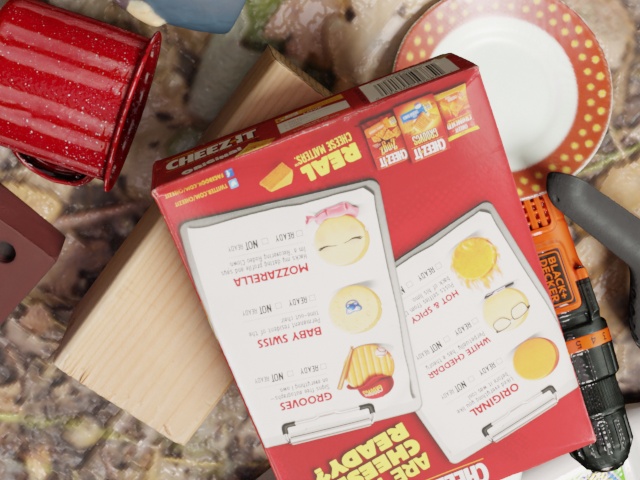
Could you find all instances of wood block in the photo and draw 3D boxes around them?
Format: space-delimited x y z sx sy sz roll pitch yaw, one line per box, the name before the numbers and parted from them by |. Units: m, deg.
wood block | -0.054 0.001 0.616 0.090 0.090 0.206 36 100 -13

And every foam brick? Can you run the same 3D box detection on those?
foam brick | -0.195 0.016 0.625 0.053 0.051 0.078 40 98 -15

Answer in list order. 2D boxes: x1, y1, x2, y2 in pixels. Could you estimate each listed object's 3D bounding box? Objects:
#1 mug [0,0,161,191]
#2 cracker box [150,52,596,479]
mug | -0.143 -0.076 0.593 0.081 0.093 0.117 19 139 -6
cracker box | 0.029 0.032 0.550 0.164 0.072 0.213 -21 109 0
